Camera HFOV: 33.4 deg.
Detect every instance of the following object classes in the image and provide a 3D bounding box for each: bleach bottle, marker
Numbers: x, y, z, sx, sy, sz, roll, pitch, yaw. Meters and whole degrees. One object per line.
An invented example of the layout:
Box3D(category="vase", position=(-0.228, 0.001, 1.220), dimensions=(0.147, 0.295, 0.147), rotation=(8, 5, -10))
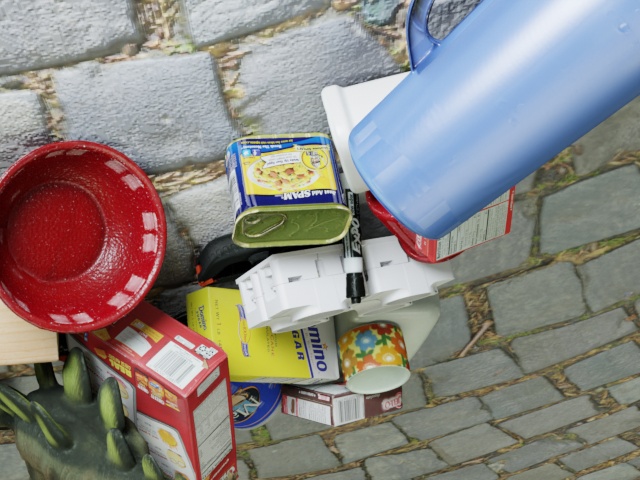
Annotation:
Box3D(category="bleach bottle", position=(0.133, -0.115, 0.887), dimensions=(0.251, 0.068, 0.102), rotation=(-16, 150, 4))
Box3D(category="marker", position=(0.029, -0.002, 0.985), dimensions=(0.020, 0.121, 0.020), rotation=(-4, 175, -1))

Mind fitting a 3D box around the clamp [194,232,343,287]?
Box3D(category="clamp", position=(-0.057, 0.001, 1.037), dimensions=(0.172, 0.039, 0.120), rotation=(-21, 149, 17))

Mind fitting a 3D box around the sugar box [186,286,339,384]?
Box3D(category="sugar box", position=(-0.058, 0.103, 1.129), dimensions=(0.175, 0.093, 0.048), rotation=(7, 161, -42))

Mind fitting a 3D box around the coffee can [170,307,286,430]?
Box3D(category="coffee can", position=(-0.113, 0.146, 1.199), dimensions=(0.103, 0.103, 0.140), rotation=(-22, 148, 18))

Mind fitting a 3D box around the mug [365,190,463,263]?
Box3D(category="mug", position=(0.104, -0.041, 0.971), dimensions=(0.117, 0.093, 0.081), rotation=(-19, 144, 25))

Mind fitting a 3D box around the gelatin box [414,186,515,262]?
Box3D(category="gelatin box", position=(0.125, -0.030, 0.921), dimensions=(0.089, 0.030, 0.073), rotation=(-19, 129, -24))

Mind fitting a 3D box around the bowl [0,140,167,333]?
Box3D(category="bowl", position=(-0.215, -0.005, 0.906), dimensions=(0.161, 0.162, 0.055), rotation=(10, 180, -32))

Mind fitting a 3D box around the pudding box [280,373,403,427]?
Box3D(category="pudding box", position=(0.025, 0.178, 1.218), dimensions=(0.113, 0.039, 0.090), rotation=(-4, -175, -43))

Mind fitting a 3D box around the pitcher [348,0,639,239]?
Box3D(category="pitcher", position=(0.132, -0.120, 0.770), dimensions=(0.243, 0.149, 0.144), rotation=(-40, 148, 19))

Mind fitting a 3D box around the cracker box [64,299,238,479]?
Box3D(category="cracker box", position=(-0.165, 0.158, 1.064), dimensions=(0.072, 0.164, 0.214), rotation=(-44, 150, -34))

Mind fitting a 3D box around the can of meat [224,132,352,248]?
Box3D(category="can of meat", position=(-0.030, -0.045, 0.926), dimensions=(0.102, 0.084, 0.057), rotation=(-3, 149, -13))
